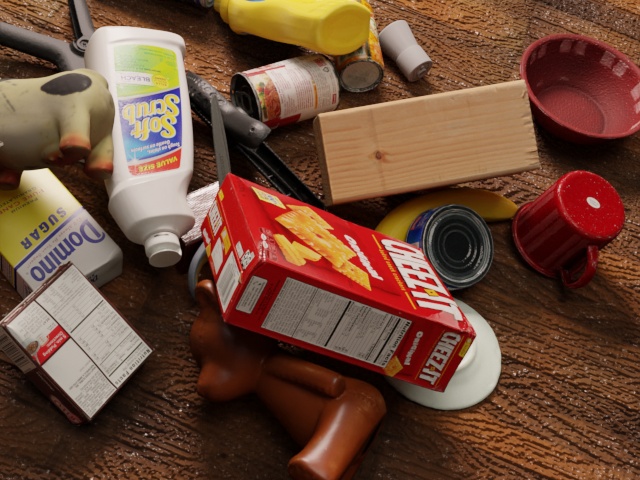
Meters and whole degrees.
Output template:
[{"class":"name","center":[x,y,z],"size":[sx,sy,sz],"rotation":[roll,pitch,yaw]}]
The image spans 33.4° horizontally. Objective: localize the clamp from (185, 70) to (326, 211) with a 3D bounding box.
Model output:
[{"class":"clamp","center":[-0.086,-0.114,1.067],"size":[0.036,0.164,0.210],"rotation":[-44,63,-5]}]

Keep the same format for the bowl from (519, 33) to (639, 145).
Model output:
[{"class":"bowl","center":[0.299,-0.164,1.236],"size":[0.162,0.055,0.162],"rotation":[6,54,-9]}]

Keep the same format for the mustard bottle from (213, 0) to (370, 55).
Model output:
[{"class":"mustard bottle","center":[-0.045,-0.250,1.187],"size":[0.192,0.058,0.096],"rotation":[19,27,35]}]

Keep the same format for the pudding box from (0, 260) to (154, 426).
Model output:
[{"class":"pudding box","center":[-0.212,0.088,0.920],"size":[0.113,0.039,0.089],"rotation":[50,53,-12]}]

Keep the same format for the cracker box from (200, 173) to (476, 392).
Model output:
[{"class":"cracker box","center":[0.012,0.034,0.932],"size":[0.213,0.072,0.164],"rotation":[20,21,-22]}]

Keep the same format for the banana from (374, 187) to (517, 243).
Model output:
[{"class":"banana","center":[0.117,-0.016,1.103],"size":[0.197,0.037,0.069],"rotation":[-28,94,-26]}]

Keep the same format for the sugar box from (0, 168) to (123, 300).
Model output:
[{"class":"sugar box","center":[-0.274,-0.017,1.001],"size":[0.093,0.048,0.176],"rotation":[-35,67,-31]}]

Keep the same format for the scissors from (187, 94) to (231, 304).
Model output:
[{"class":"scissors","center":[-0.100,-0.024,0.987],"size":[0.096,0.016,0.202],"rotation":[-29,107,-27]}]

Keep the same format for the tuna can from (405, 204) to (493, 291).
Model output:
[{"class":"tuna can","center":[0.129,0.007,1.063],"size":[0.086,0.034,0.086],"rotation":[4,81,-25]}]

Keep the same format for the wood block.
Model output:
[{"class":"wood block","center":[0.103,-0.096,1.073],"size":[0.206,0.090,0.091],"rotation":[-9,91,-4]}]

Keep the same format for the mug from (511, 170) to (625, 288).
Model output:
[{"class":"mug","center":[0.257,-0.008,1.090],"size":[0.093,0.082,0.117],"rotation":[8,61,-19]}]

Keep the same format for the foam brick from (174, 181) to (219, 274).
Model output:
[{"class":"foam brick","center":[-0.114,-0.013,1.033],"size":[0.078,0.053,0.051],"rotation":[-26,64,-29]}]

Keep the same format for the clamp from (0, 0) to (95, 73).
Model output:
[{"class":"clamp","center":[-0.265,-0.198,1.138],"size":[0.120,0.039,0.171],"rotation":[-31,67,-28]}]

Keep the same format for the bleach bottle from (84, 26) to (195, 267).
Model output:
[{"class":"bleach bottle","center":[-0.159,-0.088,1.005],"size":[0.102,0.068,0.251],"rotation":[2,55,-28]}]

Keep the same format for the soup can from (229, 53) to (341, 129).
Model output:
[{"class":"soup can","center":[-0.037,-0.158,1.145],"size":[0.102,0.069,0.068],"rotation":[-19,61,-25]}]
